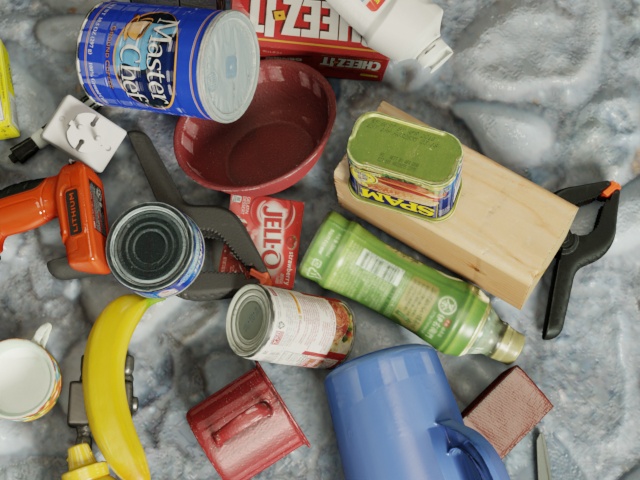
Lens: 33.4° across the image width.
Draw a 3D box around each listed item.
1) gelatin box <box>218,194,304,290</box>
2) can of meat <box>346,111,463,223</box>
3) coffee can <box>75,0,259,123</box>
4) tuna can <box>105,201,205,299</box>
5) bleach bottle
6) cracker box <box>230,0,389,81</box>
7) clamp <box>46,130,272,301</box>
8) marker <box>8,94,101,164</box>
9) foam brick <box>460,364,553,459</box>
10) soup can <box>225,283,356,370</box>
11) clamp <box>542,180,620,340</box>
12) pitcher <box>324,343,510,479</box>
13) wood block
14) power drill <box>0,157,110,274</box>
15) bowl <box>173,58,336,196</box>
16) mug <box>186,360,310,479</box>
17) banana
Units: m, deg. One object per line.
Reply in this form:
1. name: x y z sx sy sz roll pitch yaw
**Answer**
1. gelatin box: -0.057 0.001 1.031 0.073 0.030 0.089 9 76 -3
2. can of meat: 0.073 -0.064 0.927 0.102 0.084 0.057 17 74 10
3. coffee can: -0.142 -0.169 1.002 0.140 0.102 0.103 10 74 25
4. tuna can: -0.150 0.008 0.965 0.086 0.033 0.086 -2 78 10
5. bleach bottle: 0.039 -0.267 1.016 0.102 0.068 0.251 -41 88 -12
6. cracker box: -0.007 -0.279 1.082 0.164 0.072 0.213 5 77 -4
7. clamp: -0.145 0.006 1.003 0.210 0.036 0.164 31 78 18
8. marker: -0.254 -0.114 1.048 0.121 0.020 0.020 -39 83 -12
9. foam brick: 0.169 0.164 1.001 0.078 0.053 0.051 -42 83 -12
10. soup can: -0.027 0.079 0.972 0.102 0.069 0.068 13 72 -40
11. clamp: 0.225 -0.001 1.054 0.120 0.039 0.171 37 77 1
12. pitcher: 0.092 0.215 0.933 0.149 0.145 0.243 -18 73 5
13. wood block: 0.124 -0.032 1.005 0.206 0.091 0.090 31 77 14
14. power drill: -0.289 0.010 0.977 0.187 0.057 0.184 -10 76 5
15. bowl: -0.057 -0.097 1.023 0.162 0.055 0.162 -9 54 12
16. mug: -0.067 0.166 0.950 0.081 0.117 0.093 -32 82 -7
17. banana: -0.181 0.126 0.963 0.069 0.037 0.198 3 61 -4
